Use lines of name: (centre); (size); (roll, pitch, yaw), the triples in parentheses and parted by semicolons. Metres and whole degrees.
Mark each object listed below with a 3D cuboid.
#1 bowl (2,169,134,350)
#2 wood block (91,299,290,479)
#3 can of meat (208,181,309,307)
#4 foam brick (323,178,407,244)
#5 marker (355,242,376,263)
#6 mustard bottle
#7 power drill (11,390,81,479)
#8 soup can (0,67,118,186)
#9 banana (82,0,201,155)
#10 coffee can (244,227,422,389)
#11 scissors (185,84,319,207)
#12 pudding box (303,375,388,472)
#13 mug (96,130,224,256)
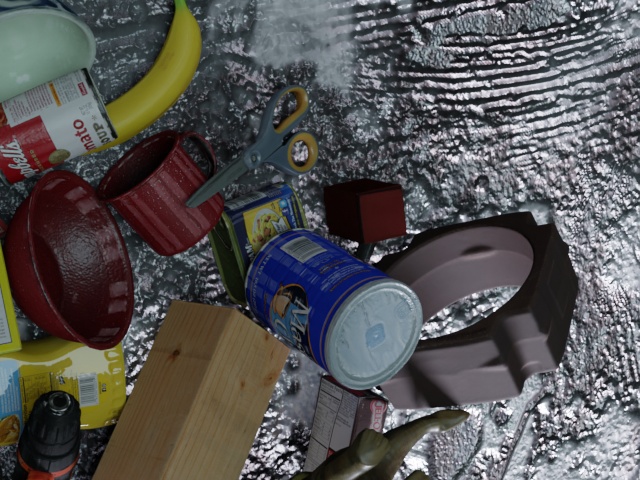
bowl: (-0.226, 0.023, 0.926); (0.055, 0.162, 0.162); (-17, 109, 16)
wood block: (-0.120, 0.168, 0.970); (0.090, 0.091, 0.206); (41, 63, -43)
can of meat: (-0.057, 0.001, 1.036); (0.083, 0.058, 0.102); (-23, 108, -24)
foam brick: (0.044, -0.030, 1.069); (0.052, 0.078, 0.051); (-13, 103, -22)
marker: (0.033, 0.052, 1.108); (0.020, 0.020, 0.121); (18, 89, -27)
mustard bottle: (-0.272, 0.133, 0.947); (0.191, 0.058, 0.096); (-9, 114, -25)
power drill: (-0.240, 0.237, 0.879); (0.057, 0.185, 0.187); (14, 47, -7)
soup can: (-0.232, -0.097, 0.906); (0.102, 0.068, 0.068); (-24, 108, -6)
banana: (-0.168, -0.138, 0.975); (0.069, 0.037, 0.197); (38, 78, -3)
coffee can: (0.010, 0.059, 0.970); (0.102, 0.140, 0.103); (-15, 118, -31)
scissors: (-0.054, -0.067, 1.007); (0.201, 0.016, 0.096); (-59, 133, -35)
pudding box: (0.024, 0.202, 1.086); (0.039, 0.090, 0.113); (11, 93, -26)
mug: (-0.136, -0.048, 0.976); (0.081, 0.093, 0.117); (51, 55, -28)
